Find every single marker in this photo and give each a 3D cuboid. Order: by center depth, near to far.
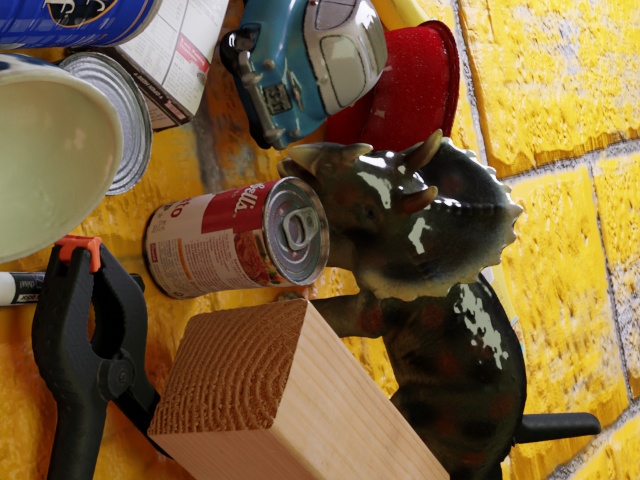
[{"bbox_3d":[-0.146,0.028,0.617,0.120,0.020,0.020,3,80,-56],"label":"marker"}]

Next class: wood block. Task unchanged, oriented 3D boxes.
[{"bbox_3d":[-0.004,0.137,0.676,0.206,0.091,0.090,52,40,-38],"label":"wood block"}]

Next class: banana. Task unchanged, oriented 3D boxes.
[{"bbox_3d":[0.053,-0.246,0.967,0.197,0.037,0.069,53,25,-37],"label":"banana"}]

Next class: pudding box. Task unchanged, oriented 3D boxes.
[{"bbox_3d":[-0.109,-0.142,0.697,0.090,0.039,0.113,42,48,-44],"label":"pudding box"}]

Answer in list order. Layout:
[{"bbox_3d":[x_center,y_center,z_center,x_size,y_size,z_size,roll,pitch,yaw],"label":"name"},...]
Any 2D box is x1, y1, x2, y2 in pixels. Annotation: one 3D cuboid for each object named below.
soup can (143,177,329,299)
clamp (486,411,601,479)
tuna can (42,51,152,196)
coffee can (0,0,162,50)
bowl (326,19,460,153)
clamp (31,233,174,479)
[{"bbox_3d":[-0.054,0.001,0.685,0.068,0.102,0.068,18,68,-53],"label":"soup can"},{"bbox_3d":[0.154,0.194,0.978,0.209,0.036,0.164,34,88,-32],"label":"clamp"},{"bbox_3d":[-0.141,-0.066,0.634,0.086,0.034,0.086,18,68,-53],"label":"tuna can"},{"bbox_3d":[-0.162,-0.151,0.561,0.140,0.103,0.103,-19,98,-56],"label":"coffee can"},{"bbox_3d":[0.048,-0.103,0.849,0.055,0.162,0.162,12,69,-22],"label":"bowl"},{"bbox_3d":[-0.129,0.084,0.600,0.120,0.039,0.171,-48,131,-54],"label":"clamp"}]
